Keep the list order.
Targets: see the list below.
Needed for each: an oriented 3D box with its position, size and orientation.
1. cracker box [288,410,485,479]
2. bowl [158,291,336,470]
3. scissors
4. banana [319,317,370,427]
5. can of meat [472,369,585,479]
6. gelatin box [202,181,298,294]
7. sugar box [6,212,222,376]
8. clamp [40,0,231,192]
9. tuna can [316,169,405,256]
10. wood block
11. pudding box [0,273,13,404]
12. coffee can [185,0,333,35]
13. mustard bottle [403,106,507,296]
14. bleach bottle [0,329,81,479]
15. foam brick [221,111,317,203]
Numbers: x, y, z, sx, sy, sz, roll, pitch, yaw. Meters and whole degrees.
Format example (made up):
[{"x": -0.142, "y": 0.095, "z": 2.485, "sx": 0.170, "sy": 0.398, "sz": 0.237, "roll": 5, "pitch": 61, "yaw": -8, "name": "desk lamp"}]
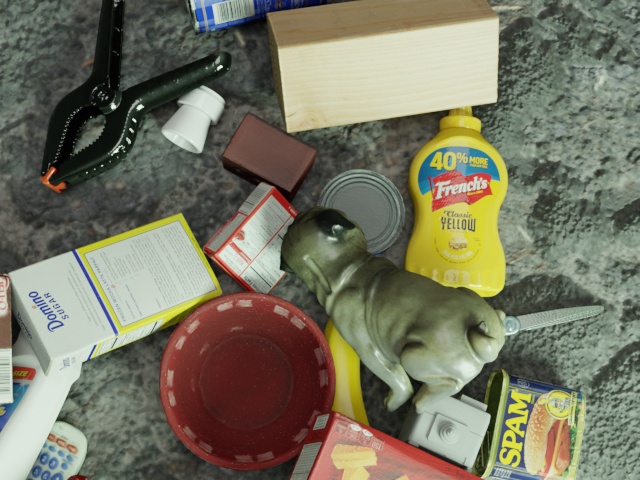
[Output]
[{"x": 0.037, "y": 0.275, "z": 0.908, "sx": 0.164, "sy": 0.072, "sz": 0.213, "roll": 27, "pitch": 70, "yaw": -9, "name": "cracker box"}, {"x": -0.068, "y": 0.130, "z": 0.990, "sx": 0.162, "sy": 0.055, "sz": 0.162, "roll": 1, "pitch": 81, "yaw": -5, "name": "bowl"}, {"x": 0.174, "y": 0.102, "z": 1.032, "sx": 0.201, "sy": 0.016, "sz": 0.096, "roll": 5, "pitch": 80, "yaw": -2, "name": "scissors"}, {"x": 0.033, "y": 0.127, "z": 1.008, "sx": 0.069, "sy": 0.037, "sz": 0.198, "roll": 6, "pitch": 79, "yaw": -1, "name": "banana"}, {"x": 0.196, "y": 0.180, "z": 0.998, "sx": 0.084, "sy": 0.057, "sz": 0.102, "roll": 13, "pitch": 79, "yaw": -4, "name": "can of meat"}, {"x": -0.057, "y": 0.001, "z": 1.014, "sx": 0.089, "sy": 0.030, "sz": 0.073, "roll": -49, "pitch": 123, "yaw": -10, "name": "gelatin box"}, {"x": -0.187, "y": 0.047, "z": 0.972, "sx": 0.175, "sy": 0.048, "sz": 0.093, "roll": -21, "pitch": 72, "yaw": -28, "name": "sugar box"}, {"x": -0.191, "y": -0.132, "z": 1.028, "sx": 0.165, "sy": 0.036, "sz": 0.210, "roll": 26, "pitch": 82, "yaw": 24, "name": "clamp"}, {"x": 0.038, "y": -0.024, "z": 1.039, "sx": 0.086, "sy": 0.034, "sz": 0.086, "roll": 1, "pitch": 79, "yaw": -3, "name": "tuna can"}, {"x": 0.059, "y": -0.176, "z": 1.026, "sx": 0.206, "sy": 0.091, "sz": 0.090, "roll": -9, "pitch": 35, "yaw": -5, "name": "wood block"}, {"x": -0.308, "y": 0.087, "z": 0.927, "sx": 0.090, "sy": 0.039, "sz": 0.113, "roll": -8, "pitch": 80, "yaw": 40, "name": "pudding box"}, {"x": -0.067, "y": -0.267, "z": 1.045, "sx": 0.140, "sy": 0.103, "sz": 0.103, "roll": -14, "pitch": 80, "yaw": -6, "name": "coffee can"}, {"x": 0.133, "y": -0.044, "z": 1.037, "sx": 0.096, "sy": 0.058, "sz": 0.191, "roll": 4, "pitch": 78, "yaw": 2, "name": "mustard bottle"}, {"x": -0.289, "y": 0.163, "z": 0.962, "sx": 0.103, "sy": 0.068, "sz": 0.250, "roll": 10, "pitch": 65, "yaw": 36, "name": "bleach bottle"}, {"x": -0.049, "y": -0.079, "z": 1.035, "sx": 0.078, "sy": 0.053, "sz": 0.051, "roll": 28, "pitch": 78, "yaw": 3, "name": "foam brick"}]
